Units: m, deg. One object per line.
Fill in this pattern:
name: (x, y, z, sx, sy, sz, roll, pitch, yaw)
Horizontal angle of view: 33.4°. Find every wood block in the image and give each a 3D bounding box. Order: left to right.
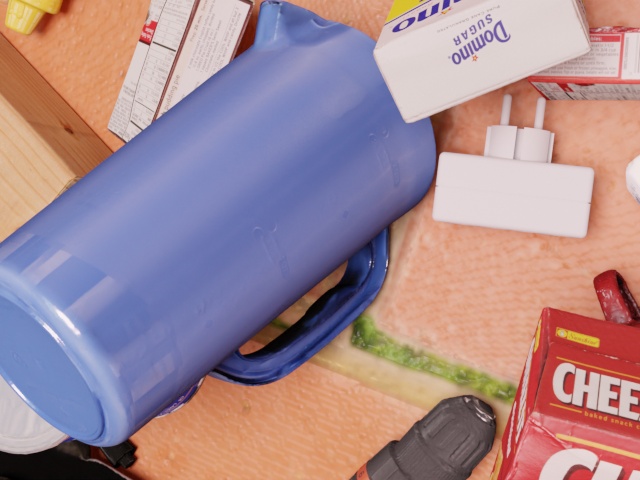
wood block: (-0.228, -0.075, 0.711, 0.206, 0.090, 0.090, 45, 104, 16)

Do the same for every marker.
marker: (-0.167, 0.108, 0.722, 0.121, 0.020, 0.020, 44, 103, 16)

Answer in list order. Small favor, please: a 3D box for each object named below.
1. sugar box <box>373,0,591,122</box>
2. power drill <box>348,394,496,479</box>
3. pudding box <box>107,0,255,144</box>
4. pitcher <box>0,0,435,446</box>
sugar box: (0.085, -0.124, 0.549, 0.093, 0.176, 0.048, -20, 109, 19)
power drill: (0.021, 0.172, 0.562, 0.057, 0.187, 0.185, 41, 106, 5)
pudding box: (-0.089, -0.106, 0.661, 0.090, 0.039, 0.113, 35, 106, 61)
pitcher: (-0.054, 0.001, 0.560, 0.149, 0.242, 0.145, 42, 145, 9)
